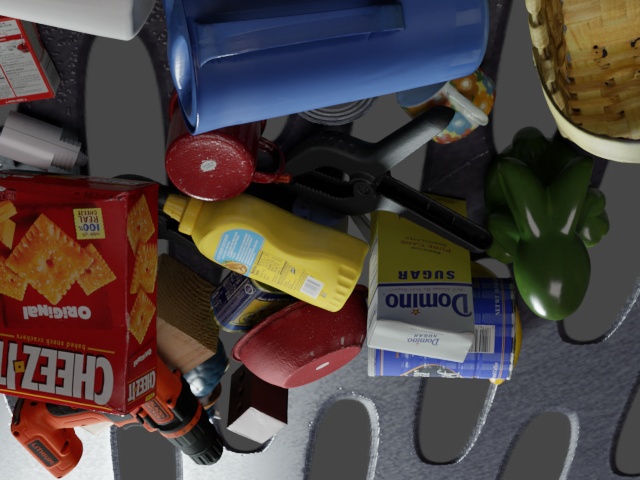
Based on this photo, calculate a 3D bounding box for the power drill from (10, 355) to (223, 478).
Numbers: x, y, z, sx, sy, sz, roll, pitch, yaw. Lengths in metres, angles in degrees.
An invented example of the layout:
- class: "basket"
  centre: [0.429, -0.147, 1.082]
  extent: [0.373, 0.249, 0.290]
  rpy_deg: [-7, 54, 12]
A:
- class: "power drill"
  centre: [-0.215, 0.194, 1.132]
  extent: [0.188, 0.057, 0.184]
  rpy_deg: [-20, 125, 16]

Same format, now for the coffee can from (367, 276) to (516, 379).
- class: "coffee can"
  centre: [0.118, 0.086, 1.063]
  extent: [0.140, 0.102, 0.103]
  rpy_deg: [1, 134, 4]

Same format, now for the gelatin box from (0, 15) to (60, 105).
- class: "gelatin box"
  centre: [-0.280, -0.163, 0.938]
  extent: [0.073, 0.030, 0.089]
  rpy_deg: [-7, 133, 10]

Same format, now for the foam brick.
- class: "foam brick"
  centre: [-0.071, 0.183, 1.228]
  extent: [0.051, 0.078, 0.053]
  rpy_deg: [28, 128, -25]

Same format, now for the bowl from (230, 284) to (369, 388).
- class: "bowl"
  centre: [-0.010, 0.109, 1.114]
  extent: [0.162, 0.055, 0.162]
  rpy_deg: [-24, 161, -9]

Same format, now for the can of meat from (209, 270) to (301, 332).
- class: "can of meat"
  centre: [-0.053, 0.053, 1.103]
  extent: [0.101, 0.057, 0.084]
  rpy_deg: [7, 141, -37]

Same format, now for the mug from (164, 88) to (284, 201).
- class: "mug"
  centre: [-0.086, -0.085, 0.969]
  extent: [0.117, 0.081, 0.093]
  rpy_deg: [24, 130, -20]

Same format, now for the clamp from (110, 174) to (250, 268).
- class: "clamp"
  centre: [-0.155, -0.020, 1.065]
  extent: [0.171, 0.039, 0.120]
  rpy_deg: [4, 129, 2]

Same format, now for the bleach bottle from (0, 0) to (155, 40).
- class: "bleach bottle"
  centre: [-0.261, -0.220, 0.848]
  extent: [0.251, 0.102, 0.068]
  rpy_deg: [10, 125, 1]

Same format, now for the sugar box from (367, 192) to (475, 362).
- class: "sugar box"
  centre: [0.093, 0.027, 1.005]
  extent: [0.093, 0.176, 0.048]
  rpy_deg: [9, 133, -7]

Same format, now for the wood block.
- class: "wood block"
  centre: [-0.208, 0.115, 1.159]
  extent: [0.090, 0.091, 0.206]
  rpy_deg: [37, 125, -28]

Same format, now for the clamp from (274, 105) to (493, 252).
- class: "clamp"
  centre: [0.054, -0.051, 0.974]
  extent: [0.210, 0.036, 0.164]
  rpy_deg: [1, 135, 36]

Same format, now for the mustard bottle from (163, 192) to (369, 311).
- class: "mustard bottle"
  centre: [-0.056, 0.001, 1.005]
  extent: [0.191, 0.058, 0.096]
  rpy_deg: [22, 149, -4]

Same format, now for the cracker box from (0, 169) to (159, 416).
- class: "cracker box"
  centre: [-0.240, 0.046, 1.011]
  extent: [0.164, 0.072, 0.214]
  rpy_deg: [7, 101, 19]

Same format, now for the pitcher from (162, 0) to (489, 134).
- class: "pitcher"
  centre: [0.004, -0.163, 0.819]
  extent: [0.242, 0.149, 0.145]
  rpy_deg: [-10, 144, -12]

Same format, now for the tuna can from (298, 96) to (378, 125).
- class: "tuna can"
  centre: [0.010, -0.145, 0.942]
  extent: [0.086, 0.033, 0.086]
  rpy_deg: [1, 134, 1]
